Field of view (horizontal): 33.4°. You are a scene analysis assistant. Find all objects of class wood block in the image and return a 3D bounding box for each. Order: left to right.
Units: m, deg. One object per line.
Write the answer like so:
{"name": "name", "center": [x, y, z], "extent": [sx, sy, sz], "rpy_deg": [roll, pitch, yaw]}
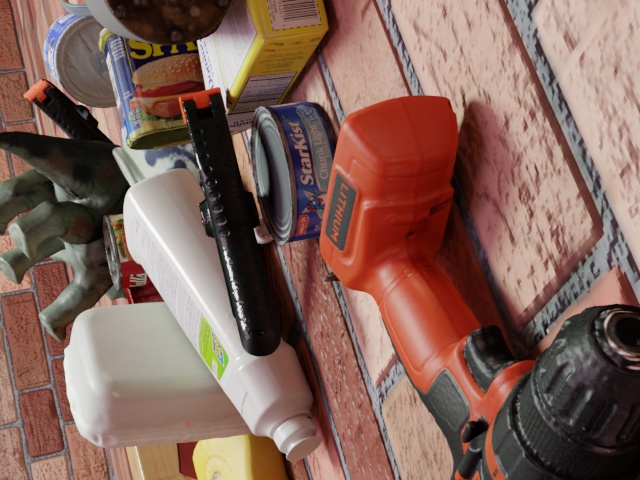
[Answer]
{"name": "wood block", "center": [-0.175, 0.241, 1.235], "extent": [0.090, 0.090, 0.206], "rpy_deg": [104, 151, -53]}

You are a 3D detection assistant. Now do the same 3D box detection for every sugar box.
{"name": "sugar box", "center": [-0.043, -0.138, 0.672], "extent": [0.176, 0.048, 0.093], "rpy_deg": [138, 122, -74]}

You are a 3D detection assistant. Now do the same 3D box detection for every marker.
{"name": "marker", "center": [-0.055, 0.001, 0.834], "extent": [0.121, 0.020, 0.020], "rpy_deg": [149, 110, -72]}

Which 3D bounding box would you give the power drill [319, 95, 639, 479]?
{"name": "power drill", "center": [0.059, 0.032, 0.421], "extent": [0.184, 0.057, 0.188], "rpy_deg": [102, 153, -50]}

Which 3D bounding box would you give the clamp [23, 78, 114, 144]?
{"name": "clamp", "center": [-0.268, -0.125, 1.222], "extent": [0.165, 0.036, 0.210], "rpy_deg": [46, 179, 15]}

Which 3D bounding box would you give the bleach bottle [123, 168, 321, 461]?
{"name": "bleach bottle", "center": [-0.072, 0.063, 0.817], "extent": [0.251, 0.068, 0.103], "rpy_deg": [56, 158, 31]}

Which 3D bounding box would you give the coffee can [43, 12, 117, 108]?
{"name": "coffee can", "center": [-0.259, -0.211, 1.223], "extent": [0.140, 0.102, 0.103], "rpy_deg": [-144, 46, -66]}

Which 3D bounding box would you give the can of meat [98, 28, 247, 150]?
{"name": "can of meat", "center": [-0.103, -0.117, 0.782], "extent": [0.057, 0.102, 0.084], "rpy_deg": [143, 114, -72]}

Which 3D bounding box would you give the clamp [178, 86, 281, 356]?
{"name": "clamp", "center": [-0.059, -0.011, 0.701], "extent": [0.120, 0.039, 0.171], "rpy_deg": [166, 93, -78]}

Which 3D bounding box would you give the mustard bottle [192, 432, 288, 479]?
{"name": "mustard bottle", "center": [-0.049, 0.243, 0.879], "extent": [0.096, 0.058, 0.192], "rpy_deg": [-50, 50, 38]}

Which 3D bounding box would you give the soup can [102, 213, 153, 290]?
{"name": "soup can", "center": [-0.140, 0.003, 0.965], "extent": [0.069, 0.102, 0.068], "rpy_deg": [170, 90, -73]}

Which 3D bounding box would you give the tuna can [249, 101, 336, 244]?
{"name": "tuna can", "center": [-0.016, -0.042, 0.658], "extent": [0.086, 0.033, 0.086], "rpy_deg": [170, 90, -73]}
